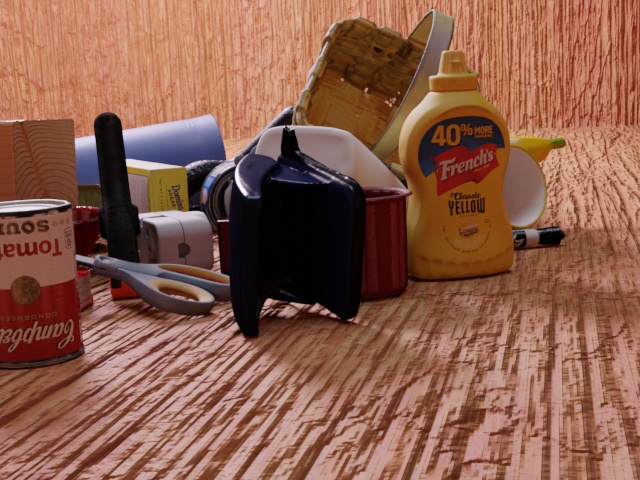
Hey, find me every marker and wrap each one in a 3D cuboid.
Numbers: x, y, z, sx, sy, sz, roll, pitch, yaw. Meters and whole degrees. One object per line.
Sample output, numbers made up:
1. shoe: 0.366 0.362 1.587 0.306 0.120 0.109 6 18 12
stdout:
1. marker: 0.180 -0.001 1.038 0.121 0.020 0.020 -5 9 -11

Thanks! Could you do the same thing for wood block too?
1. wood block: -0.355 -0.075 1.073 0.206 0.091 0.090 3 8 27

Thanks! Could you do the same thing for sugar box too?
1. sugar box: -0.190 -0.038 1.150 0.048 0.093 0.176 -6 10 -25

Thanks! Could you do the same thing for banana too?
1. banana: 0.174 -0.105 1.218 0.198 0.037 0.069 7 11 23

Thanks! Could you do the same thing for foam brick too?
1. foam brick: -0.057 0.001 0.993 0.051 0.053 0.078 0 11 19

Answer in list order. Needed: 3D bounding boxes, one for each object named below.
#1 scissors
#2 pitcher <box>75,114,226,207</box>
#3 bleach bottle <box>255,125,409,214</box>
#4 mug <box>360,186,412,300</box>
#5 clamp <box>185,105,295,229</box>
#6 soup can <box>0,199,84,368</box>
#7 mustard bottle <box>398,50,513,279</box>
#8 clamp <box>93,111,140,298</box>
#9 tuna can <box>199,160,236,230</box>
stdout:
1. scissors: -0.164 0.028 0.842 0.201 0.016 0.096 9 15 -7
2. pitcher: -0.244 -0.083 1.344 0.242 0.145 0.149 -8 -10 -16
3. bleach bottle: 0.030 -0.046 1.061 0.103 0.068 0.250 3 -10 22
4. mug: 0.027 0.003 0.857 0.093 0.081 0.117 -1 9 13
5. clamp: -0.101 -0.055 1.251 0.210 0.164 0.036 -25 45 -11
6. soup can: -0.195 0.027 0.712 0.068 0.102 0.068 -2 9 0
7. mustard bottle: 0.116 -0.066 0.915 0.096 0.191 0.058 -5 9 -13
8. clamp: -0.178 -0.027 0.937 0.039 0.120 0.171 -12 43 -9
9. tuna can: -0.090 -0.046 1.195 0.086 0.086 0.034 -6 11 -20
